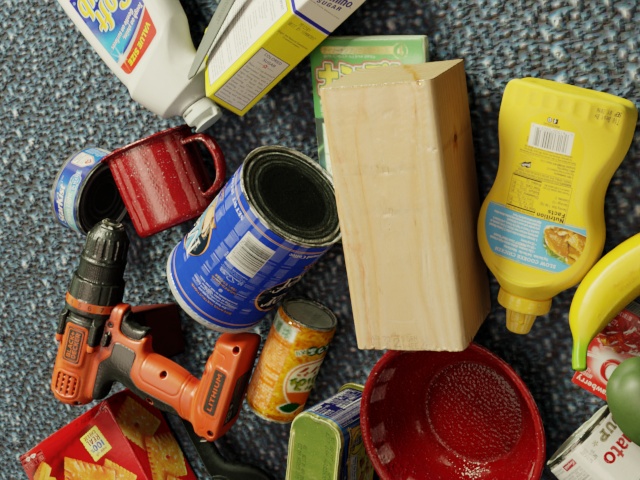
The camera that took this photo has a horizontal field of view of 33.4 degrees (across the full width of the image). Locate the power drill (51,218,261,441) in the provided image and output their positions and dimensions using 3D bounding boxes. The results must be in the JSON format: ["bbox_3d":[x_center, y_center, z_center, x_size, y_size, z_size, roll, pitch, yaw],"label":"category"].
[{"bbox_3d":[-0.152,0.090,0.984,0.188,0.057,0.184,20,108,15],"label":"power drill"}]

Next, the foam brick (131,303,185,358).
[{"bbox_3d":[-0.183,0.095,1.061,0.078,0.051,0.053,-6,97,34],"label":"foam brick"}]

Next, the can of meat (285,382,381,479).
[{"bbox_3d":[0.015,0.186,0.930,0.058,0.083,0.102,14,107,30],"label":"can of meat"}]

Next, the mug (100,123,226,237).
[{"bbox_3d":[-0.134,-0.057,0.977,0.117,0.093,0.081,-21,93,29],"label":"mug"}]

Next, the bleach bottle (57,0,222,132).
[{"bbox_3d":[-0.166,-0.208,0.941,0.103,0.068,0.251,-38,87,20],"label":"bleach bottle"}]

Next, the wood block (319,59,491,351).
[{"bbox_3d":[0.070,-0.027,0.824,0.090,0.090,0.206,-1,108,24],"label":"wood block"}]

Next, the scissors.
[{"bbox_3d":[-0.049,-0.217,0.865,0.096,0.016,0.202,24,102,34],"label":"scissors"}]

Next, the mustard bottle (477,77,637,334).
[{"bbox_3d":[0.169,-0.020,0.804,0.096,0.058,0.192,19,109,27],"label":"mustard bottle"}]

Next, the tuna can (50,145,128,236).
[{"bbox_3d":[-0.218,-0.046,1.034,0.034,0.086,0.086,22,111,26],"label":"tuna can"}]

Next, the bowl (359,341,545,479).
[{"bbox_3d":[0.115,0.149,0.874,0.162,0.055,0.162,7,104,30],"label":"bowl"}]

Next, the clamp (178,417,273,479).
[{"bbox_3d":[-0.098,0.229,1.018,0.171,0.039,0.120,20,82,0],"label":"clamp"}]

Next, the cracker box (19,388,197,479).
[{"bbox_3d":[-0.200,0.277,1.096,0.164,0.072,0.214,-34,82,34],"label":"cracker box"}]

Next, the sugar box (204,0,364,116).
[{"bbox_3d":[-0.026,-0.192,0.880,0.176,0.048,0.093,-36,43,31],"label":"sugar box"}]

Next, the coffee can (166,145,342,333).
[{"bbox_3d":[-0.056,0.001,0.915,0.103,0.102,0.141,54,132,12],"label":"coffee can"}]
